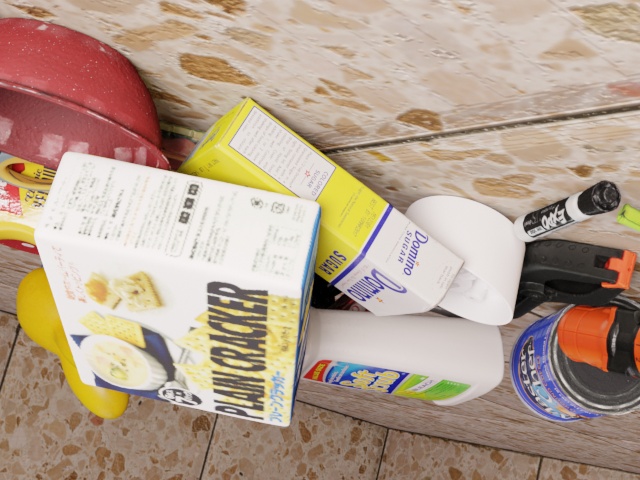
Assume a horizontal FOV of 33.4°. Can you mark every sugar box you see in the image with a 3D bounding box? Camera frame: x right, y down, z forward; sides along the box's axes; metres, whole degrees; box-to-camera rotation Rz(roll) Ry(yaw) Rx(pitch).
[{"bbox_3d":[-0.002,-0.015,0.693,0.176,0.048,0.093,38,161,-13],"label":"sugar box"}]

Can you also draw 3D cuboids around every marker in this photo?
[{"bbox_3d":[0.154,-0.018,0.675,0.020,0.020,0.121,16,168,-10],"label":"marker"}]

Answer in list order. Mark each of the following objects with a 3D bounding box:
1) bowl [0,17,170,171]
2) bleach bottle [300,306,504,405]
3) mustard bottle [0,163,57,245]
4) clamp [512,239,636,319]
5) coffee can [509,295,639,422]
[{"bbox_3d":[-0.161,-0.088,0.637,0.162,0.055,0.162,14,168,3],"label":"bowl"},{"bbox_3d":[0.026,0.091,0.885,0.250,0.068,0.103,9,157,-28],"label":"bleach bottle"},{"bbox_3d":[-0.245,-0.045,0.834,0.191,0.096,0.058,15,168,-4],"label":"mustard bottle"},{"bbox_3d":[0.157,0.023,0.814,0.120,0.039,0.172,20,160,-26],"label":"clamp"},{"bbox_3d":[0.235,0.108,0.952,0.103,0.103,0.140,14,168,0],"label":"coffee can"}]
